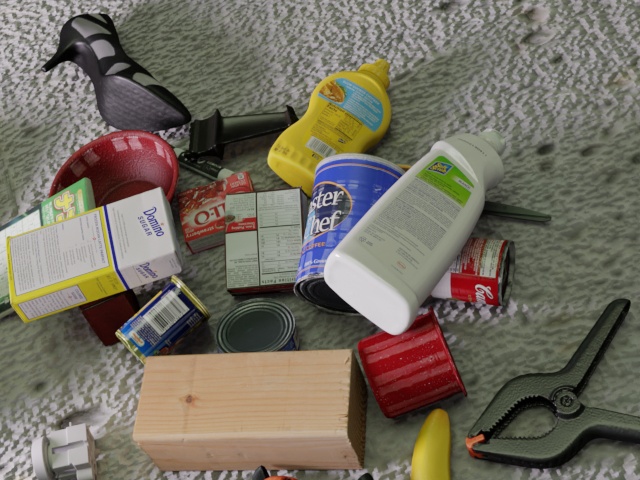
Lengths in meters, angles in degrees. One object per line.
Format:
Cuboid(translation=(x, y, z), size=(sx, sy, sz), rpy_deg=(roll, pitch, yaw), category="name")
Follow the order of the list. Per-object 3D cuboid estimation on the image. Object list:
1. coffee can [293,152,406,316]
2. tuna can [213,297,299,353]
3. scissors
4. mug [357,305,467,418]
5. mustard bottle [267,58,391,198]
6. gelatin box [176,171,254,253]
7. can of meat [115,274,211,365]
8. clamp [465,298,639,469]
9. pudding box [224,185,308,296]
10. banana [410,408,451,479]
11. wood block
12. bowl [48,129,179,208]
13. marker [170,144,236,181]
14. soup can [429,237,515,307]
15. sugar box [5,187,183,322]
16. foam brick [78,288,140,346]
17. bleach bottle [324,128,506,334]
Cuboid(translation=(0.034, -0.005, 1.107), size=(0.103, 0.102, 0.140), rpy_deg=(3, 64, 16), category="coffee can")
Cuboid(translation=(-0.065, 0.101, 1.102), size=(0.086, 0.034, 0.086), rpy_deg=(-8, 41, 7), category="tuna can")
Cuboid(translation=(0.138, -0.028, 1.158), size=(0.202, 0.016, 0.096), rpy_deg=(26, 68, 29), category="scissors")
Cuboid(translation=(0.085, 0.115, 1.037), size=(0.081, 0.093, 0.117), rpy_deg=(-22, 26, 5), category="mug")
Cuboid(translation=(0.027, -0.138, 1.232), size=(0.096, 0.058, 0.191), rpy_deg=(32, 67, 4), category="mustard bottle")
Cuboid(translation=(-0.115, -0.033, 1.220), size=(0.089, 0.030, 0.073), rpy_deg=(-18, 54, 3), category="gelatin box")
Cuboid(translation=(-0.164, 0.088, 1.108), size=(0.084, 0.102, 0.057), rpy_deg=(-43, 90, -12), category="can of meat")
Cuboid(translation=(0.239, 0.161, 0.988), size=(0.210, 0.036, 0.165), rpy_deg=(-28, 54, -2), category="clamp")
Cuboid(translation=(-0.058, 0.001, 1.157), size=(0.090, 0.039, 0.113), rpy_deg=(-5, 76, 7), category="pudding box")
Cuboid(translation=(0.120, 0.246, 0.964), size=(0.069, 0.037, 0.198), rpy_deg=(-18, 53, -9), category="banana")
Cuboid(translation=(-0.064, 0.166, 1.034), size=(0.206, 0.090, 0.091), rpy_deg=(-3, 57, 13), category="wood block")
Cuboid(translation=(-0.232, -0.050, 1.247), size=(0.162, 0.055, 0.162), rpy_deg=(-8, 56, 12), category="bowl")
Cuboid(translation=(-0.152, -0.093, 1.278), size=(0.121, 0.020, 0.020), rpy_deg=(25, 66, 28), category="marker")
Cuboid(translation=(0.141, 0.028, 1.087), size=(0.102, 0.068, 0.068), rpy_deg=(7, 58, 20), category="soup can")
Cuboid(translation=(-0.236, 0.015, 1.115), size=(0.176, 0.048, 0.093), rpy_deg=(-16, 53, -2), category="sugar box")
Cuboid(translation=(-0.228, 0.068, 1.153), size=(0.051, 0.078, 0.053), rpy_deg=(-24, 54, -5), category="foam brick")
Cuboid(translation=(0.114, -0.025, 1.048), size=(0.102, 0.068, 0.250), rpy_deg=(37, 57, 12), category="bleach bottle")
